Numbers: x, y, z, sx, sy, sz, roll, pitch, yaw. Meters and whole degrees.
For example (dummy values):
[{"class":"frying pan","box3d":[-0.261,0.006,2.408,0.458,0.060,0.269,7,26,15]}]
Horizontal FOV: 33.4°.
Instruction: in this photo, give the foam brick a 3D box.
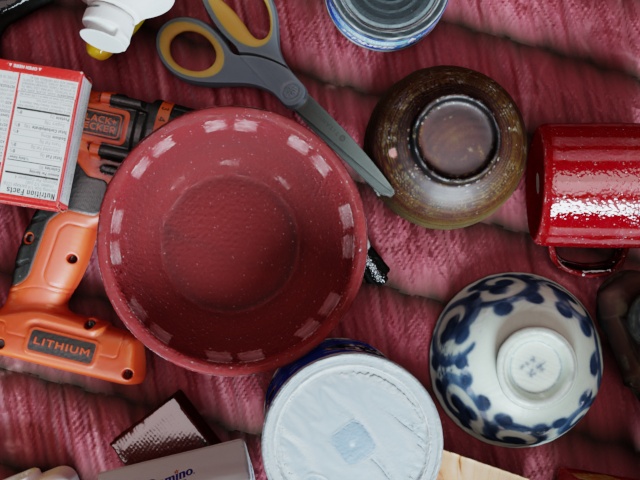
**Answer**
[{"class":"foam brick","box3d":[-0.092,0.146,0.705,0.051,0.053,0.078,-38,89,-3]}]

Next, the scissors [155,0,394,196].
[{"class":"scissors","box3d":[-0.039,-0.095,0.718,0.096,0.016,0.202,-29,80,3]}]

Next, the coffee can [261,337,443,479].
[{"class":"coffee can","box3d":[0.015,0.116,0.666,0.103,0.140,0.103,0,88,-3]}]

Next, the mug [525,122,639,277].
[{"class":"mug","box3d":[0.182,-0.026,0.710,0.081,0.093,0.117,1,124,2]}]

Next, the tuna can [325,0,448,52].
[{"class":"tuna can","box3d":[0.046,-0.174,0.728,0.086,0.034,0.086,0,88,-2]}]

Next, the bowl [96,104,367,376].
[{"class":"bowl","box3d":[-0.054,0.001,0.657,0.162,0.055,0.162,0,88,-7]}]

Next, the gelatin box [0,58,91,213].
[{"class":"gelatin box","box3d":[-0.189,-0.066,0.668,0.073,0.030,0.089,9,85,1]}]

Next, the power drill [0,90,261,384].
[{"class":"power drill","box3d":[-0.133,-0.004,0.707,0.184,0.057,0.187,12,85,2]}]

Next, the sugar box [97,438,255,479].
[{"class":"sugar box","box3d":[-0.072,0.212,0.667,0.093,0.048,0.176,-13,123,-3]}]
